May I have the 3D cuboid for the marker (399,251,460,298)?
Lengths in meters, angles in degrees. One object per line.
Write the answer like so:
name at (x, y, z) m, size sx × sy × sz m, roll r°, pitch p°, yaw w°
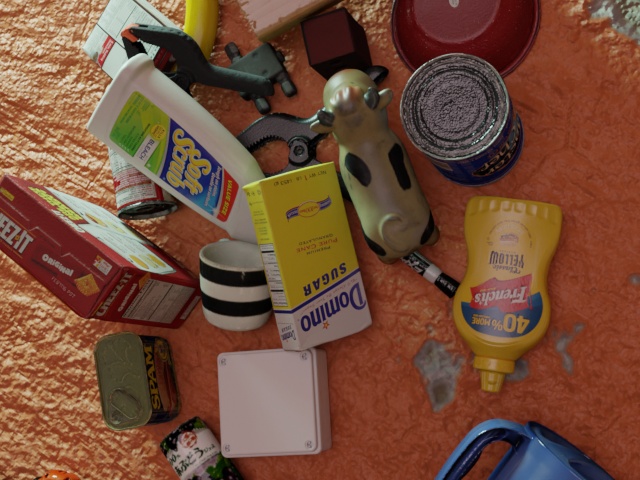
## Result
marker at (0.098, 0.020, 1.112) m, size 0.121 × 0.020 × 0.020 m, roll 38°, pitch 95°, yaw 17°

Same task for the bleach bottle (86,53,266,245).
bleach bottle at (-0.117, -0.081, 1.121) m, size 0.251 × 0.068 × 0.103 m, roll 37°, pitch 116°, yaw -2°

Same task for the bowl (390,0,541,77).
bowl at (0.146, -0.241, 1.112) m, size 0.162 × 0.055 × 0.162 m, roll -2°, pitch 82°, yaw 17°

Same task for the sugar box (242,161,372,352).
sugar box at (-0.011, 0.016, 1.085) m, size 0.093 × 0.048 × 0.176 m, roll -17°, pitch 94°, yaw -29°

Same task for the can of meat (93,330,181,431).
can of meat at (-0.195, 0.151, 1.151) m, size 0.057 × 0.083 × 0.102 m, roll -13°, pitch 79°, yaw 15°

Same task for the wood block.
wood block at (0.007, -0.296, 1.119) m, size 0.206 × 0.090 × 0.091 m, roll -27°, pitch 95°, yaw 5°

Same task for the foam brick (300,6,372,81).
foam brick at (0.018, -0.206, 1.135) m, size 0.053 × 0.078 × 0.051 m, roll -16°, pitch 80°, yaw 16°

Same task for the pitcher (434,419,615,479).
pitcher at (0.169, 0.293, 1.000) m, size 0.243 × 0.144 × 0.149 m, roll -53°, pitch 52°, yaw 8°

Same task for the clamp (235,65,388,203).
clamp at (-0.012, -0.086, 1.150) m, size 0.210 × 0.036 × 0.164 m, roll -13°, pitch 82°, yaw 14°

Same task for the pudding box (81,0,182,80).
pudding box at (-0.210, -0.222, 1.207) m, size 0.114 × 0.039 × 0.090 m, roll 42°, pitch 106°, yaw 29°

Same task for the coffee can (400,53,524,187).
coffee can at (0.143, -0.115, 1.052) m, size 0.103 × 0.140 × 0.103 m, roll -2°, pitch 82°, yaw 16°

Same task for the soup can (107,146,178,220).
soup can at (-0.200, -0.080, 1.190) m, size 0.068 × 0.068 × 0.102 m, roll -13°, pitch 79°, yaw 15°

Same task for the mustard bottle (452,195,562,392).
mustard bottle at (0.182, 0.055, 1.062) m, size 0.096 × 0.058 × 0.191 m, roll 7°, pitch 86°, yaw 13°

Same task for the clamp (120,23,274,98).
clamp at (-0.136, -0.178, 1.152) m, size 0.120 × 0.039 × 0.171 m, roll -38°, pitch 108°, yaw 11°

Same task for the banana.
banana at (-0.148, -0.254, 1.212) m, size 0.070 × 0.037 × 0.198 m, roll 9°, pitch 86°, yaw 16°

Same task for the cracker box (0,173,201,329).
cracker box at (-0.233, 0.019, 1.110) m, size 0.164 × 0.213 × 0.072 m, roll 35°, pitch 94°, yaw 18°
